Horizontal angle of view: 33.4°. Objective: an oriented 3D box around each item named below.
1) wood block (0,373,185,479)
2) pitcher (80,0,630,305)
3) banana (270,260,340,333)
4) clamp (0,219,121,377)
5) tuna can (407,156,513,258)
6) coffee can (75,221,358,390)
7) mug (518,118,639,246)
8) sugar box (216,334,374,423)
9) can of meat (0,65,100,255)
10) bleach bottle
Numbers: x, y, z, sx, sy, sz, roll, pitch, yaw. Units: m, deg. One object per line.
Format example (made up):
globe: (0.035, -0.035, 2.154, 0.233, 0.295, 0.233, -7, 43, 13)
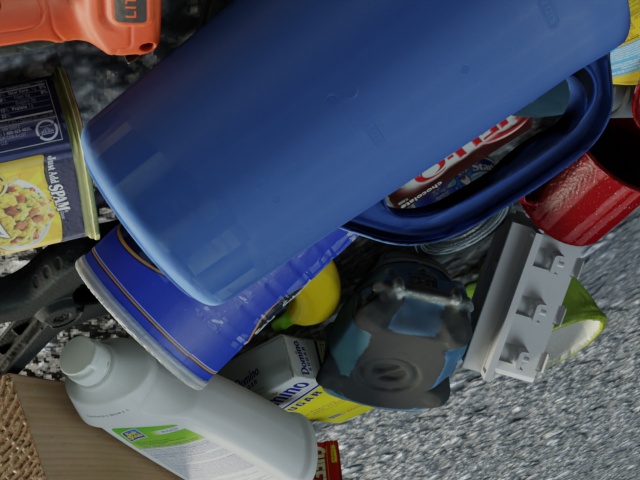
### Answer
wood block: (-0.193, 0.166, 0.796, 0.090, 0.091, 0.206, -30, 160, 10)
pitcher: (0.018, -0.071, 0.510, 0.243, 0.149, 0.145, -37, 159, 2)
banana: (-0.023, 0.026, 0.786, 0.069, 0.037, 0.197, -26, 151, 0)
clamp: (-0.177, 0.034, 0.672, 0.210, 0.036, 0.164, -30, 158, 8)
tuna can: (0.101, -0.024, 0.805, 0.086, 0.034, 0.086, -19, 151, -12)
coffee can: (-0.054, 0.001, 0.613, 0.140, 0.103, 0.102, -44, 151, -3)
mug: (0.189, -0.047, 0.780, 0.117, 0.093, 0.082, -11, 153, -36)
sugar box: (-0.006, 0.126, 0.943, 0.093, 0.048, 0.175, -30, 155, 31)
can of meat: (-0.164, -0.035, 0.554, 0.083, 0.057, 0.102, -15, 149, -15)
bleach bottle: (-0.100, 0.129, 0.797, 0.103, 0.068, 0.250, -17, 146, 19)
